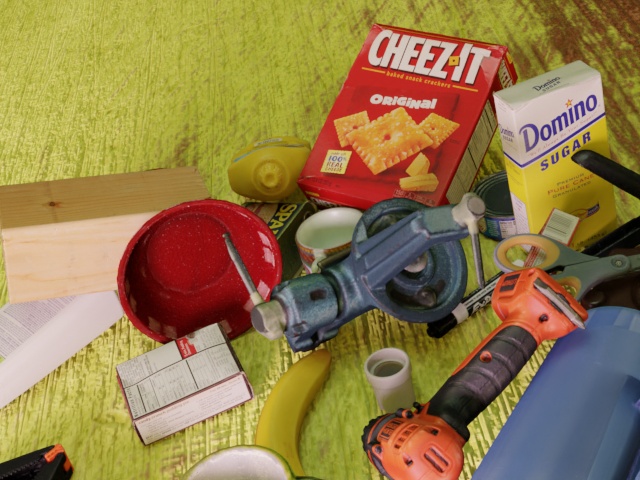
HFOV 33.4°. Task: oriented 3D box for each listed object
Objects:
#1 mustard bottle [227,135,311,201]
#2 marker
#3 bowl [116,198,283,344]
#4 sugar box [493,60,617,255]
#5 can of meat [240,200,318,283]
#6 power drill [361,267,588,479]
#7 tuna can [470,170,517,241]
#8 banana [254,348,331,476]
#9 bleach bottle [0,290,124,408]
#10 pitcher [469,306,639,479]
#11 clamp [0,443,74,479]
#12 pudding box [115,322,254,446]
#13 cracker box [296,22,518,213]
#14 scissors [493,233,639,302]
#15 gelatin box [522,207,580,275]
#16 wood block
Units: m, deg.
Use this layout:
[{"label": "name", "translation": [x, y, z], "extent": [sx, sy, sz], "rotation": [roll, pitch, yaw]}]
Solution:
[{"label": "mustard bottle", "translation": [-0.054, -0.079, 1.185], "extent": [0.096, 0.058, 0.191], "rotation": [-10, 10, 0]}, {"label": "marker", "translation": [0.147, 0.056, 1.004], "extent": [0.121, 0.020, 0.020], "rotation": [-33, 37, -21]}, {"label": "bowl", "translation": [-0.121, 0.024, 1.043], "extent": [0.162, 0.162, 0.055], "rotation": [-22, 30, -7]}, {"label": "sugar box", "translation": [0.225, -0.071, 1.009], "extent": [0.093, 0.176, 0.048], "rotation": [-22, 34, -8]}, {"label": "can of meat", "translation": [-0.057, 0.001, 1.137], "extent": [0.084, 0.057, 0.102], "rotation": [3, 38, 31]}, {"label": "power drill", "translation": [0.110, 0.108, 0.817], "extent": [0.187, 0.057, 0.184], "rotation": [-49, 5, -10]}, {"label": "tuna can", "translation": [0.198, -0.037, 1.099], "extent": [0.086, 0.034, 0.086], "rotation": [-12, 35, 8]}, {"label": "banana", "translation": [-0.022, 0.165, 0.914], "extent": [0.069, 0.037, 0.198], "rotation": [2, 36, -4]}, {"label": "bleach bottle", "translation": [-0.325, 0.118, 1.085], "extent": [0.103, 0.068, 0.250], "rotation": [23, 53, 41]}, {"label": "pitcher", "translation": [0.191, 0.152, 0.749], "extent": [0.149, 0.145, 0.242], "rotation": [4, 36, 33]}, {"label": "clamp", "translation": [-0.309, 0.247, 0.917], "extent": [0.165, 0.036, 0.209], "rotation": [15, 44, 37]}, {"label": "pudding box", "translation": [-0.129, 0.133, 1.000], "extent": [0.113, 0.039, 0.090], "rotation": [-24, 35, -7]}, {"label": "cracker box", "translation": [0.094, -0.119, 1.139], "extent": [0.164, 0.072, 0.213], "rotation": [16, 71, 26]}, {"label": "scissors", "translation": [0.236, 0.011, 0.912], "extent": [0.201, 0.016, 0.096], "rotation": [-23, 55, -13]}, {"label": "gelatin box", "translation": [0.199, 0.026, 0.968], "extent": [0.030, 0.073, 0.089], "rotation": [25, 52, 13]}, {"label": "wood block", "translation": [-0.217, -0.009, 1.084], "extent": [0.205, 0.090, 0.091], "rotation": [-7, 35, -17]}]
